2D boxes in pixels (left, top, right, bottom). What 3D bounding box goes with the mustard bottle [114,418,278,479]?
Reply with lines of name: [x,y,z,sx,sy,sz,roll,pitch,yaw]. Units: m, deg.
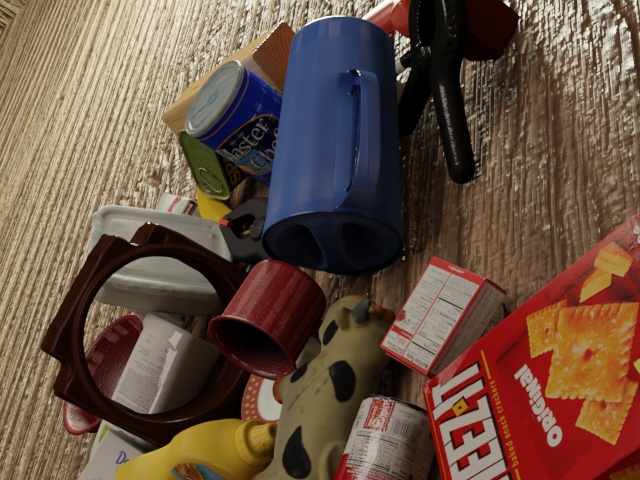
mustard bottle: [-0.104,0.213,0.997,0.192,0.096,0.058,-34,35,36]

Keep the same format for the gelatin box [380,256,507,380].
gelatin box: [0.095,0.064,0.834,0.089,0.030,0.073,-59,29,-3]

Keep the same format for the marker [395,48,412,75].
marker: [0.073,-0.189,1.216,0.121,0.020,0.020,-26,41,44]

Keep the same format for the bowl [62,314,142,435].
bowl: [-0.247,0.173,1.306,0.162,0.055,0.162,-38,33,31]

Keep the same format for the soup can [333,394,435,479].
soup can: [0.048,0.179,0.823,0.069,0.068,0.102,-11,52,54]

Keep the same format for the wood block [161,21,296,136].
wood block: [-0.103,-0.190,1.396,0.207,0.090,0.090,-23,24,46]

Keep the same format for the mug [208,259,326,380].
mug: [-0.047,0.080,1.018,0.081,0.093,0.117,-58,-16,-33]

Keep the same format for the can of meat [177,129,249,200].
can of meat: [-0.121,-0.116,1.338,0.058,0.102,0.083,9,42,37]

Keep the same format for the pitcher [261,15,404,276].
pitcher: [0.021,-0.100,1.036,0.149,0.144,0.243,-12,59,28]

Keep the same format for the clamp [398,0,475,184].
clamp: [0.113,-0.165,1.010,0.165,0.036,0.210,-125,33,-55]

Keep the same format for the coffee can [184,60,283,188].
coffee can: [-0.074,-0.131,1.258,0.103,0.140,0.103,-38,33,31]

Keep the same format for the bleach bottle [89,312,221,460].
bleach bottle: [-0.209,0.212,1.190,0.103,0.068,0.251,20,79,46]

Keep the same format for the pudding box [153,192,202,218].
pudding box: [-0.204,-0.016,1.454,0.090,0.039,0.114,-62,26,-8]

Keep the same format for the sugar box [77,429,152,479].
sugar box: [-0.225,0.296,1.109,0.176,0.093,0.048,-57,-17,-6]

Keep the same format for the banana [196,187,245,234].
banana: [-0.130,-0.057,1.380,0.070,0.037,0.198,-44,31,24]

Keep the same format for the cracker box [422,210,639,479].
cracker box: [0.171,0.105,0.700,0.214,0.072,0.164,-43,30,25]

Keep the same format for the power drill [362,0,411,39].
power drill: [0.050,-0.225,1.220,0.188,0.057,0.184,-26,27,40]

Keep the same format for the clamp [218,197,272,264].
clamp: [-0.058,0.001,1.185,0.172,0.039,0.120,-3,61,50]

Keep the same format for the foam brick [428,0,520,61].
foam brick: [0.149,-0.222,1.068,0.053,0.078,0.051,13,73,61]
